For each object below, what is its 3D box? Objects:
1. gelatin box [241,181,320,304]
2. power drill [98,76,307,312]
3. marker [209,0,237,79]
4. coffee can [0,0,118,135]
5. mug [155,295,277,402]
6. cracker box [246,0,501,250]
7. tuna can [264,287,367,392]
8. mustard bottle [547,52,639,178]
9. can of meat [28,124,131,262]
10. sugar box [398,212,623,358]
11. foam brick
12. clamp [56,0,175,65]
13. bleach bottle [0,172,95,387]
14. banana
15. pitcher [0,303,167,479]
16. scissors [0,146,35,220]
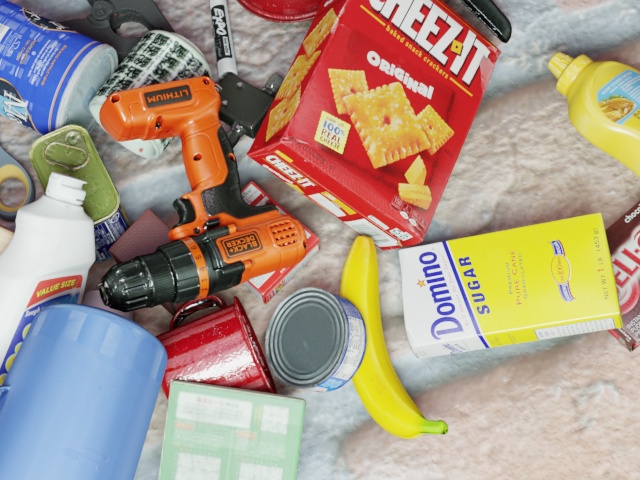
[{"bbox_3d":[-0.056,0.001,0.963,0.089,0.030,0.073,40,75,17],"label":"gelatin box"},{"bbox_3d":[-0.122,-0.039,0.903,0.184,0.057,0.188,-16,75,-29],"label":"power drill"},{"bbox_3d":[-0.099,-0.215,1.065,0.020,0.020,0.121,-9,66,-1],"label":"marker"},{"bbox_3d":[-0.276,-0.162,0.997,0.140,0.103,0.102,25,70,5],"label":"coffee can"},{"bbox_3d":[-0.094,0.095,0.896,0.081,0.093,0.117,-22,53,-2],"label":"mug"},{"bbox_3d":[0.054,-0.124,0.945,0.164,0.072,0.213,34,68,-24],"label":"cracker box"},{"bbox_3d":[-0.003,0.084,0.900,0.086,0.033,0.086,-12,69,35],"label":"tuna can"},{"bbox_3d":[0.286,-0.110,0.974,0.096,0.058,0.192,-35,68,-31],"label":"mustard bottle"},{"bbox_3d":[-0.212,-0.039,0.960,0.057,0.084,0.102,-27,68,-8],"label":"can of meat"},{"bbox_3d":[0.158,0.039,0.903,0.176,0.048,0.093,-11,66,14],"label":"sugar box"},{"bbox_3d":[-0.139,0.022,0.947,0.078,0.051,0.053,39,75,18],"label":"foam brick"},{"bbox_3d":[-0.226,-0.213,1.062,0.171,0.039,0.120,28,81,14],"label":"clamp"},{"bbox_3d":[-0.245,0.067,0.860,0.068,0.102,0.251,19,92,34],"label":"bleach bottle"},{"bbox_3d":[0.050,0.091,0.905,0.070,0.037,0.198,-35,57,22],"label":"banana"},{"bbox_3d":[-0.205,0.168,0.768,0.145,0.149,0.242,9,62,13],"label":"pitcher"},{"bbox_3d":[-0.304,-0.099,1.028,0.096,0.016,0.201,11,68,6],"label":"scissors"}]
